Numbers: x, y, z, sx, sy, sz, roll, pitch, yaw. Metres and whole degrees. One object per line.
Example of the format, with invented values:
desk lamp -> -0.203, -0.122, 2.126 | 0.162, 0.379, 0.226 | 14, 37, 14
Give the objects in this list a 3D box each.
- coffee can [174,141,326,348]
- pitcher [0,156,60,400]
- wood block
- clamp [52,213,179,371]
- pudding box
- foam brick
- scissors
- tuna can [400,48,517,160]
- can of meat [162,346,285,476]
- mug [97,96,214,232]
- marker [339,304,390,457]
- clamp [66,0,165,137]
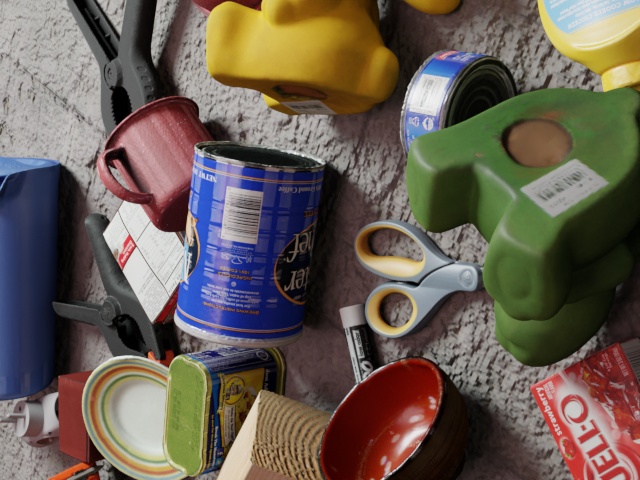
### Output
coffee can -> -0.055, 0.001, 0.831 | 0.103, 0.102, 0.140 | 20, 107, 42
pitcher -> -0.333, 0.033, 1.103 | 0.145, 0.149, 0.243 | 7, 102, 28
wood block -> -0.047, 0.231, 0.832 | 0.090, 0.090, 0.206 | -85, 19, -61
clamp -> -0.190, 0.055, 1.014 | 0.172, 0.039, 0.120 | 32, 120, 31
pudding box -> -0.144, 0.005, 0.965 | 0.113, 0.039, 0.090 | 55, 127, 24
foam brick -> -0.220, 0.171, 1.044 | 0.051, 0.052, 0.078 | 4, 96, 44
scissors -> 0.097, 0.042, 0.747 | 0.202, 0.016, 0.096 | 23, 111, 41
tuna can -> 0.092, -0.079, 0.692 | 0.034, 0.085, 0.086 | 18, 106, 41
can of meat -> -0.080, 0.138, 0.882 | 0.058, 0.083, 0.102 | 14, 104, 43
mug -> -0.132, -0.059, 0.896 | 0.081, 0.117, 0.093 | 55, 130, 20
marker -> 0.036, 0.109, 0.810 | 0.020, 0.020, 0.121 | -19, 81, 44
clamp -> -0.173, -0.160, 0.972 | 0.165, 0.036, 0.210 | -20, 82, 53
